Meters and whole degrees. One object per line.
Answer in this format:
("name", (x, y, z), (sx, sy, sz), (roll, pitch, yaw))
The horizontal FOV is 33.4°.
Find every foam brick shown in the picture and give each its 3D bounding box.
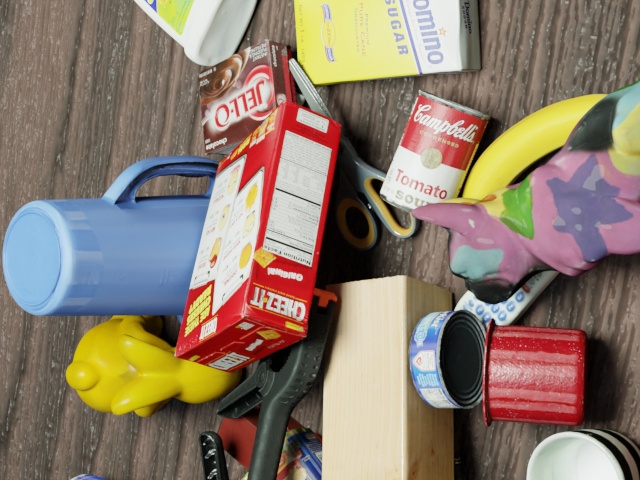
("foam brick", (-0.062, 0.206, 1.119), (0.078, 0.052, 0.051), (33, 113, 27))

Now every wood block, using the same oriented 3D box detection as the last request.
("wood block", (0.062, 0.144, 0.966), (0.091, 0.090, 0.206), (-10, 72, 35))

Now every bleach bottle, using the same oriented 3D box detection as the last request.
("bleach bottle", (-0.178, -0.291, 1.140), (0.251, 0.067, 0.103), (40, 115, 28))

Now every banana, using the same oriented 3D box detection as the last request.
("banana", (0.183, -0.070, 0.927), (0.069, 0.037, 0.198), (43, 121, 2))

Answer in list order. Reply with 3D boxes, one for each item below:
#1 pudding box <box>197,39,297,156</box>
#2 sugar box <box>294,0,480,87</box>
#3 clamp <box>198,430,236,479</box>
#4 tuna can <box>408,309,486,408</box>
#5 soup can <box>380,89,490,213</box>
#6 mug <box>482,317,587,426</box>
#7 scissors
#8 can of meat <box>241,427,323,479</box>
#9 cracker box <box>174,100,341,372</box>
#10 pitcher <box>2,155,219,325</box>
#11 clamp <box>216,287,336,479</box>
("pudding box", (-0.074, -0.142, 1.080), (0.114, 0.039, 0.090), (-17, 74, 45))
("sugar box", (0.059, -0.196, 0.991), (0.177, 0.048, 0.093), (0, 97, 37))
("clamp", (-0.117, 0.284, 1.103), (0.039, 0.120, 0.171), (24, 153, 39))
("tuna can", (0.114, 0.104, 0.933), (0.034, 0.085, 0.086), (-8, 91, 39))
("soup can", (0.101, -0.075, 0.954), (0.069, 0.068, 0.102), (28, 103, 30))
("mug", (0.186, 0.122, 0.914), (0.081, 0.093, 0.117), (2, 136, 16))
("scissors", (0.014, -0.072, 1.032), (0.202, 0.016, 0.096), (48, 127, 8))
("can of meat", (-0.023, 0.242, 1.025), (0.102, 0.057, 0.084), (-50, 63, 21))
("cracker box", (-0.057, 0.001, 0.993), (0.164, 0.072, 0.213), (-33, 42, 57))
("pitcher", (-0.186, 0.005, 1.068), (0.145, 0.242, 0.149), (-31, 71, 36))
("clamp", (-0.044, 0.131, 0.999), (0.210, 0.036, 0.165), (-67, 25, 14))
